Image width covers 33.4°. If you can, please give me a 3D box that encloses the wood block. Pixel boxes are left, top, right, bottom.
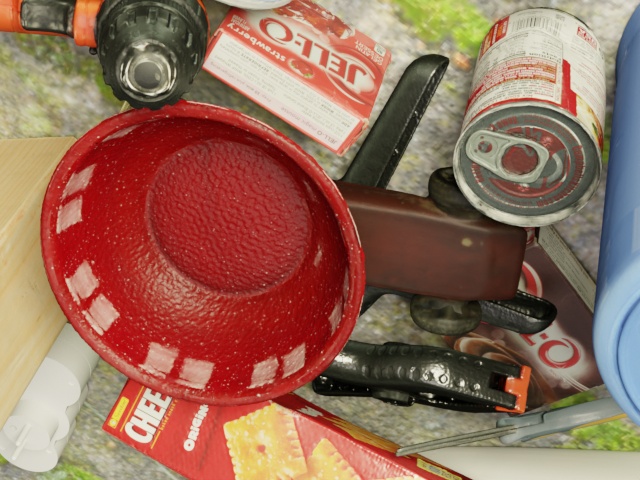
[{"bbox_3d":[-0.210,0.032,0.628,0.091,0.206,0.090,-1,127,17],"label":"wood block"}]

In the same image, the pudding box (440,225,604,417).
[{"bbox_3d":[0.125,0.048,0.651,0.090,0.039,0.113,-28,115,34],"label":"pudding box"}]

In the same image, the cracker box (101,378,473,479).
[{"bbox_3d":[-0.003,0.137,0.657,0.214,0.072,0.164,26,175,14],"label":"cracker box"}]

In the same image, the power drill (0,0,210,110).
[{"bbox_3d":[-0.145,-0.105,0.494,0.187,0.184,0.057,5,111,-9],"label":"power drill"}]

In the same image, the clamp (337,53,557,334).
[{"bbox_3d":[0.027,0.008,0.630,0.210,0.036,0.164,-28,94,35],"label":"clamp"}]

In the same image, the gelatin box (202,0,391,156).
[{"bbox_3d":[-0.010,-0.094,0.556,0.089,0.073,0.030,31,129,-9],"label":"gelatin box"}]

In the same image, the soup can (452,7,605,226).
[{"bbox_3d":[0.105,-0.064,0.527,0.068,0.102,0.068,8,129,10],"label":"soup can"}]

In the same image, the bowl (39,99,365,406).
[{"bbox_3d":[-0.053,0.001,0.531,0.162,0.055,0.162,5,115,10],"label":"bowl"}]

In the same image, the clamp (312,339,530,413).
[{"bbox_3d":[0.045,0.084,0.660,0.172,0.039,0.120,9,170,20],"label":"clamp"}]

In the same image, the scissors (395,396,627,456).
[{"bbox_3d":[0.113,0.117,0.649,0.201,0.016,0.096,-7,163,-25],"label":"scissors"}]
